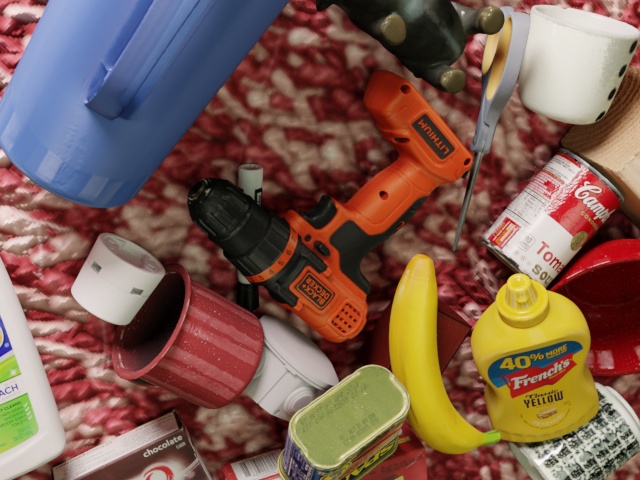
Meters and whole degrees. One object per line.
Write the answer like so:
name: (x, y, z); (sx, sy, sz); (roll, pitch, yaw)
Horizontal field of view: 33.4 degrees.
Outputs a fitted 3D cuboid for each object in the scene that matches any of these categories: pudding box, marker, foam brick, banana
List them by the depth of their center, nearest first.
marker: (-0.055, 0.001, 0.826); (0.020, 0.020, 0.121); (-4, 112, -19)
banana: (0.088, 0.106, 0.853); (0.069, 0.037, 0.198); (-41, 123, -30)
pudding box: (-0.147, 0.200, 0.857); (0.113, 0.039, 0.090); (-26, 118, -9)
foam brick: (0.077, 0.085, 0.890); (0.051, 0.053, 0.078); (28, 99, -28)

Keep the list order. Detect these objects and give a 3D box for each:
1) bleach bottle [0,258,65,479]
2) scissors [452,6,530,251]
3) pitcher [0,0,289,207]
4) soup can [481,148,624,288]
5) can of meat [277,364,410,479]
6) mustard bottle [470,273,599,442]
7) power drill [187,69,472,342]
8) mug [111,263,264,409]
bleach bottle: (-0.263, 0.053, 0.745); (0.102, 0.068, 0.251); (-21, 114, -15)
scissors: (0.128, -0.096, 0.842); (0.016, 0.096, 0.202); (10, 130, -4)
pitcher: (-0.105, -0.133, 0.655); (0.149, 0.145, 0.243); (-4, 139, -54)
soup can: (0.191, -0.016, 0.885); (0.068, 0.069, 0.102); (39, 94, -28)
can of meat: (0.019, 0.151, 0.834); (0.102, 0.057, 0.084); (-33, 157, -23)
mustard bottle: (0.175, 0.093, 0.883); (0.096, 0.058, 0.191); (-14, 136, 7)
power drill: (0.012, -0.036, 0.805); (0.187, 0.057, 0.184); (-48, 125, -2)
mug: (-0.105, 0.082, 0.808); (0.081, 0.093, 0.117); (32, 127, -32)
